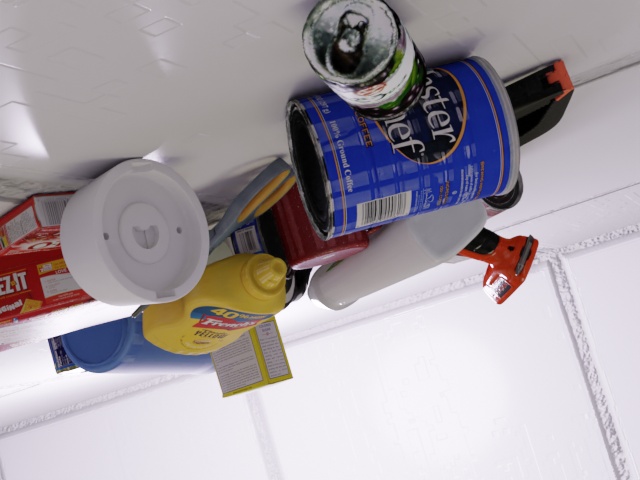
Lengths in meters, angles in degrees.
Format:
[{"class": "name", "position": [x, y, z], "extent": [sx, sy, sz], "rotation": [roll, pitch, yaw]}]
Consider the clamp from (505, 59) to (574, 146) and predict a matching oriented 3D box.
[{"class": "clamp", "position": [0.137, -0.089, 0.931], "extent": [0.164, 0.036, 0.210], "rotation": [-9, 161, -27]}]

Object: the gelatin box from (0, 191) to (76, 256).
[{"class": "gelatin box", "position": [-0.204, -0.014, 0.850], "extent": [0.089, 0.030, 0.073], "rotation": [-8, 168, -45]}]

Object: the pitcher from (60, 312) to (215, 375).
[{"class": "pitcher", "position": [-0.221, 0.107, 1.351], "extent": [0.149, 0.145, 0.242], "rotation": [-33, 163, 20]}]

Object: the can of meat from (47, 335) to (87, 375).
[{"class": "can of meat", "position": [-0.319, 0.130, 1.404], "extent": [0.057, 0.084, 0.102], "rotation": [-18, 172, 10]}]

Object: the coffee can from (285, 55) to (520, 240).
[{"class": "coffee can", "position": [0.057, -0.066, 0.761], "extent": [0.140, 0.103, 0.103], "rotation": [-15, 172, -10]}]

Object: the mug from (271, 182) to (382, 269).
[{"class": "mug", "position": [0.009, -0.024, 1.026], "extent": [0.117, 0.081, 0.093], "rotation": [-13, 171, -20]}]

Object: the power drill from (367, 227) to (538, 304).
[{"class": "power drill", "position": [0.136, 0.005, 1.200], "extent": [0.187, 0.057, 0.184], "rotation": [24, 159, 0]}]

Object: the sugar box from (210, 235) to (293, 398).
[{"class": "sugar box", "position": [-0.097, 0.089, 1.242], "extent": [0.048, 0.176, 0.094], "rotation": [-6, 167, -44]}]

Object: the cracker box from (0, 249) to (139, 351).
[{"class": "cracker box", "position": [-0.247, 0.044, 1.015], "extent": [0.164, 0.072, 0.214], "rotation": [-15, 173, -14]}]

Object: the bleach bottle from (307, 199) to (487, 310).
[{"class": "bleach bottle", "position": [0.062, 0.017, 1.121], "extent": [0.102, 0.068, 0.251], "rotation": [-41, -176, -34]}]

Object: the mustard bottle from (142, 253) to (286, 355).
[{"class": "mustard bottle", "position": [-0.088, 0.056, 1.006], "extent": [0.096, 0.058, 0.192], "rotation": [12, 153, -31]}]

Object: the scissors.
[{"class": "scissors", "position": [-0.088, -0.004, 0.962], "extent": [0.202, 0.016, 0.096], "rotation": [-45, 171, 26]}]

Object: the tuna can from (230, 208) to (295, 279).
[{"class": "tuna can", "position": [-0.057, 0.001, 1.053], "extent": [0.034, 0.086, 0.086], "rotation": [-17, 172, 17]}]
